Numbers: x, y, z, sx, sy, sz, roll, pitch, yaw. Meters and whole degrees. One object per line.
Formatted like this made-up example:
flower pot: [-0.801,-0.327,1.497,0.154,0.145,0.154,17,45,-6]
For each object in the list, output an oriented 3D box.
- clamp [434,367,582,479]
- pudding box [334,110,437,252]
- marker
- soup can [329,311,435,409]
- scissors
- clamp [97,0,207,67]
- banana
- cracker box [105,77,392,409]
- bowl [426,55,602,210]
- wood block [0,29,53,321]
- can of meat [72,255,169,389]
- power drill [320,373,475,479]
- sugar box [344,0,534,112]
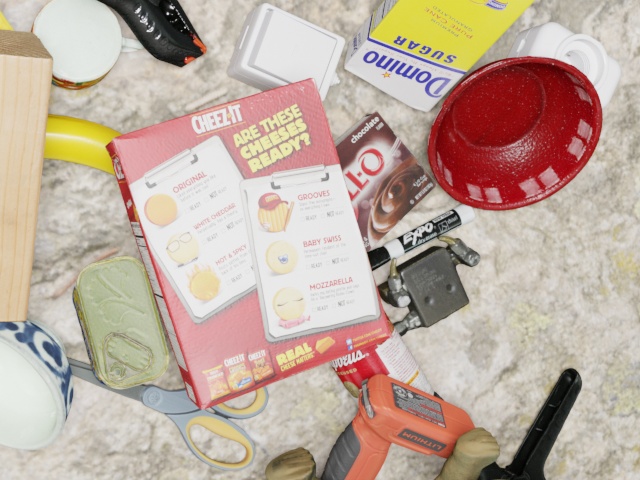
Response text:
clamp: [0.188,0.224,1.019,0.164,0.036,0.210,-12,97,-17]
pudding box: [0.034,-0.047,0.960,0.113,0.039,0.090,-44,103,-12]
marker: [0.089,-0.002,0.990,0.121,0.020,0.020,-26,99,-15]
soup can: [0.050,0.113,0.956,0.068,0.069,0.102,-35,102,-14]
scissors: [-0.128,0.124,0.927,0.201,0.016,0.096,40,79,-15]
clamp: [-0.152,-0.195,0.855,0.039,0.120,0.171,-23,129,25]
banana: [-0.225,-0.072,0.881,0.197,0.037,0.070,-5,113,-16]
cracker box: [-0.055,0.001,0.830,0.164,0.072,0.214,-19,96,-17]
bowl: [0.170,-0.107,0.971,0.162,0.055,0.162,-5,128,-7]
wood block: [-0.261,-0.050,0.801,0.090,0.091,0.206,2,111,-25]
can of meat: [-0.166,0.069,0.869,0.057,0.084,0.102,-15,86,-19]
power drill: [0.055,0.217,0.928,0.184,0.057,0.188,25,113,-19]
sugar box: [0.104,-0.191,0.913,0.093,0.176,0.048,27,45,-16]
